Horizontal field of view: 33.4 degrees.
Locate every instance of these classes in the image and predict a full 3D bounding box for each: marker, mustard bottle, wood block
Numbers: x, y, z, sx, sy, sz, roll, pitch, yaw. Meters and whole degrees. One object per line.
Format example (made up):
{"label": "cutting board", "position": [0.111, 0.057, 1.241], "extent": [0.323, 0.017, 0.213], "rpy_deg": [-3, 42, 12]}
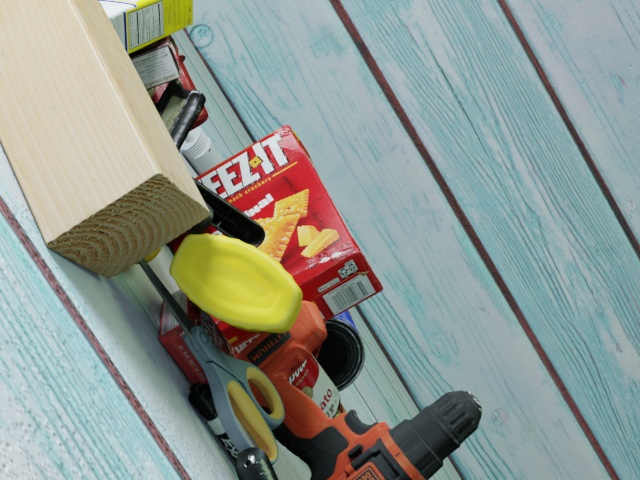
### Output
{"label": "marker", "position": [-0.063, 0.156, 0.812], "extent": [0.121, 0.020, 0.020], "rpy_deg": [57, 4, -19]}
{"label": "mustard bottle", "position": [-0.062, 0.039, 0.845], "extent": [0.096, 0.058, 0.191], "rpy_deg": [25, -6, 2]}
{"label": "wood block", "position": [-0.172, -0.089, 0.754], "extent": [0.206, 0.091, 0.090], "rpy_deg": [60, 7, 23]}

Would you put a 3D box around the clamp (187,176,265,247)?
{"label": "clamp", "position": [-0.139, -0.060, 0.892], "extent": [0.210, 0.036, 0.164], "rpy_deg": [38, 3, 19]}

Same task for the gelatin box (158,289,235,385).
{"label": "gelatin box", "position": [-0.097, 0.083, 0.860], "extent": [0.073, 0.030, 0.089], "rpy_deg": [57, 3, -18]}

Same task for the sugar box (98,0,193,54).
{"label": "sugar box", "position": [-0.188, -0.192, 0.925], "extent": [0.176, 0.093, 0.048], "rpy_deg": [-51, 145, -58]}

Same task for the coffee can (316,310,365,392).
{"label": "coffee can", "position": [-0.006, 0.115, 1.316], "extent": [0.102, 0.103, 0.140], "rpy_deg": [58, 4, -20]}

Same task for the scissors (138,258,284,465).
{"label": "scissors", "position": [-0.081, 0.078, 0.809], "extent": [0.202, 0.016, 0.096], "rpy_deg": [62, 19, 3]}

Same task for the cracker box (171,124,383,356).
{"label": "cracker box", "position": [-0.057, 0.001, 1.051], "extent": [0.072, 0.164, 0.214], "rpy_deg": [58, 3, -46]}

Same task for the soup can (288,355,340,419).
{"label": "soup can", "position": [-0.031, 0.137, 1.049], "extent": [0.102, 0.068, 0.068], "rpy_deg": [57, 4, -36]}

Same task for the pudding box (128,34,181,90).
{"label": "pudding box", "position": [-0.185, -0.155, 0.978], "extent": [0.090, 0.113, 0.039], "rpy_deg": [-114, -179, -68]}

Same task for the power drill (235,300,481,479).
{"label": "power drill", "position": [0.019, 0.143, 0.909], "extent": [0.188, 0.184, 0.057], "rpy_deg": [50, -1, 27]}
